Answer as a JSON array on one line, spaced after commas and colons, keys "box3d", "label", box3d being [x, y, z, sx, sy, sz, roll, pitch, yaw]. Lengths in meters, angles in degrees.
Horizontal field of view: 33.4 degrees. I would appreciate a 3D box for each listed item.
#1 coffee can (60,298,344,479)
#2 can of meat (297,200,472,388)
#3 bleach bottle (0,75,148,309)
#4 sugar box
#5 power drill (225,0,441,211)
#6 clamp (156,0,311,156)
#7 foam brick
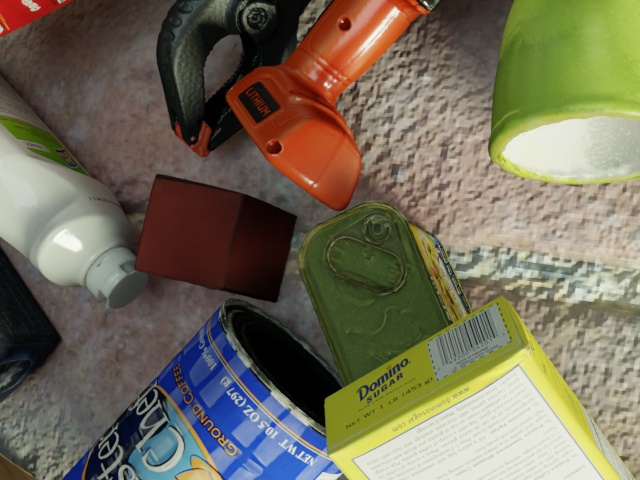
[{"box3d": [-0.057, 0.114, 0.540, 0.140, 0.102, 0.103, -47, 71, 10], "label": "coffee can"}, {"box3d": [0.041, 0.037, 0.522, 0.057, 0.083, 0.102, -26, 75, 16], "label": "can of meat"}, {"box3d": [-0.193, -0.053, 0.612, 0.251, 0.102, 0.068, 43, 104, 21], "label": "bleach bottle"}, {"box3d": [0.088, 0.116, 0.465, 0.093, 0.048, 0.176, -31, 116, 14], "label": "sugar box"}, {"box3d": [0.043, -0.106, 0.506, 0.188, 0.057, 0.184, -49, 27, 7], "label": "power drill"}, {"box3d": [-0.046, -0.132, 0.567, 0.171, 0.120, 0.039, -61, 29, 6], "label": "clamp"}, {"box3d": [-0.054, 0.001, 0.566, 0.053, 0.078, 0.051, 13, 87, 21], "label": "foam brick"}]
